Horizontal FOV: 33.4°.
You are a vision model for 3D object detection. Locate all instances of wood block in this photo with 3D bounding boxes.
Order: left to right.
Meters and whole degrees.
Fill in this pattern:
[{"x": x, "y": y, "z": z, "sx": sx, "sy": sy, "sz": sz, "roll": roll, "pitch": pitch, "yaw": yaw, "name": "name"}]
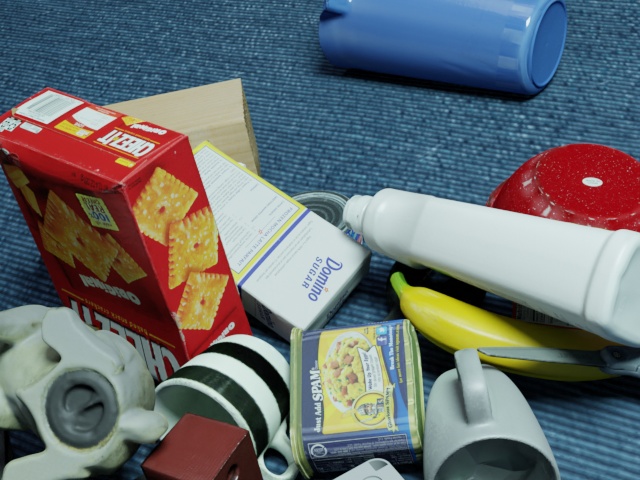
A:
[{"x": -0.166, "y": -0.079, "z": 1.026, "sx": 0.206, "sy": 0.090, "sz": 0.091, "roll": -12, "pitch": 35, "yaw": 1, "name": "wood block"}]

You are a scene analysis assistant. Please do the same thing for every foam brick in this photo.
[{"x": -0.071, "y": 0.159, "z": 0.683, "sx": 0.051, "sy": 0.078, "sz": 0.052, "roll": 10, "pitch": 41, "yaw": 30, "name": "foam brick"}]

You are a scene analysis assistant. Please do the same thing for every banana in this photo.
[{"x": 0.139, "y": 0.065, "z": 0.749, "sx": 0.198, "sy": 0.037, "sz": 0.069, "roll": 17, "pitch": 42, "yaw": 8, "name": "banana"}]

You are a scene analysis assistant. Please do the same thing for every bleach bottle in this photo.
[{"x": 0.113, "y": 0.005, "z": 0.750, "sx": 0.251, "sy": 0.102, "sz": 0.068, "roll": 18, "pitch": 86, "yaw": 40, "name": "bleach bottle"}]

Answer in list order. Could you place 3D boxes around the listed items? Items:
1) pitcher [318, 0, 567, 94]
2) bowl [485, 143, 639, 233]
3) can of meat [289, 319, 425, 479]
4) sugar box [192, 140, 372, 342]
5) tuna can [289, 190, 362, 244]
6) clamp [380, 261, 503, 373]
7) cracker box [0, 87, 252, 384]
[{"x": 0.133, "y": -0.229, "z": 1.129, "sx": 0.243, "sy": 0.145, "sz": 0.149, "roll": 18, "pitch": 57, "yaw": 29, "name": "pitcher"}, {"x": 0.213, "y": -0.028, "z": 0.852, "sx": 0.162, "sy": 0.055, "sz": 0.162, "roll": 0, "pitch": 44, "yaw": 0, "name": "bowl"}, {"x": 0.026, "y": 0.105, "z": 0.726, "sx": 0.084, "sy": 0.057, "sz": 0.102, "roll": -8, "pitch": 53, "yaw": 10, "name": "can of meat"}, {"x": -0.056, "y": 0.001, "z": 0.863, "sx": 0.176, "sy": 0.048, "sz": 0.093, "roll": 36, "pitch": 64, "yaw": 15, "name": "sugar box"}, {"x": -0.008, "y": -0.008, "z": 0.931, "sx": 0.086, "sy": 0.034, "sz": 0.086, "roll": -8, "pitch": 36, "yaw": 5, "name": "tuna can"}, {"x": 0.076, "y": 0.055, "z": 0.819, "sx": 0.120, "sy": 0.039, "sz": 0.171, "roll": -1, "pitch": 39, "yaw": 6, "name": "clamp"}, {"x": -0.146, "y": 0.007, "z": 0.796, "sx": 0.164, "sy": 0.213, "sz": 0.072, "roll": 21, "pitch": 48, "yaw": 37, "name": "cracker box"}]
